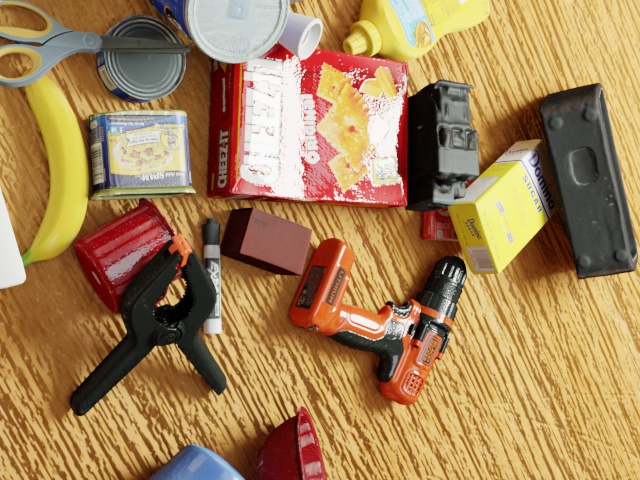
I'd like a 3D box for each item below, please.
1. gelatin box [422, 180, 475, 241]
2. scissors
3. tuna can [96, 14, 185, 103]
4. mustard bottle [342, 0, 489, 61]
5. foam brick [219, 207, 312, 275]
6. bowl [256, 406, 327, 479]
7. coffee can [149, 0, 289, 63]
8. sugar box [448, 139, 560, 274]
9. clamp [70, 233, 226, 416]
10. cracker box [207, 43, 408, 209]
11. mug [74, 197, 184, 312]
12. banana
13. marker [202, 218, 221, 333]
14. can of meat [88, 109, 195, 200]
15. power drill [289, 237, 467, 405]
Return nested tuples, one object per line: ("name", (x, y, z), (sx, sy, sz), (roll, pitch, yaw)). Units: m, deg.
("gelatin box", (0.163, -0.036, 1.266), (0.089, 0.030, 0.073), (3, 87, -29))
("scissors", (-0.234, -0.175, 1.026), (0.201, 0.016, 0.096), (16, 73, -9))
("tuna can", (-0.182, -0.183, 1.079), (0.086, 0.034, 0.086), (1, 88, -29))
("mustard bottle", (0.103, -0.260, 1.222), (0.191, 0.058, 0.096), (-33, 105, -25))
("foam brick", (-0.057, 0.001, 1.133), (0.078, 0.051, 0.053), (21, 78, -27))
("bowl", (-0.029, 0.257, 1.108), (0.055, 0.162, 0.162), (-12, 95, 5))
("coffee can", (-0.104, -0.243, 1.045), (0.102, 0.140, 0.103), (-12, 121, -22))
("sugar box", (0.221, -0.042, 1.256), (0.176, 0.048, 0.093), (-40, 117, -40))
("clamp", (-0.144, 0.086, 1.040), (0.164, 0.036, 0.210), (1, 125, -34))
("cracker box", (-0.009, -0.121, 1.151), (0.213, 0.072, 0.164), (3, 87, -28))
("mug", (-0.185, 0.026, 1.051), (0.081, 0.093, 0.117), (-31, 140, -21))
("banana", (-0.258, -0.067, 1.033), (0.069, 0.037, 0.198), (5, 86, -28))
("marker", (-0.114, 0.037, 1.120), (0.020, 0.020, 0.121), (0, 89, -29))
("can of meat", (-0.180, -0.085, 1.066), (0.101, 0.058, 0.084), (-3, 88, -29))
("power drill", (0.071, 0.071, 1.197), (0.187, 0.057, 0.184), (30, 75, -25))
